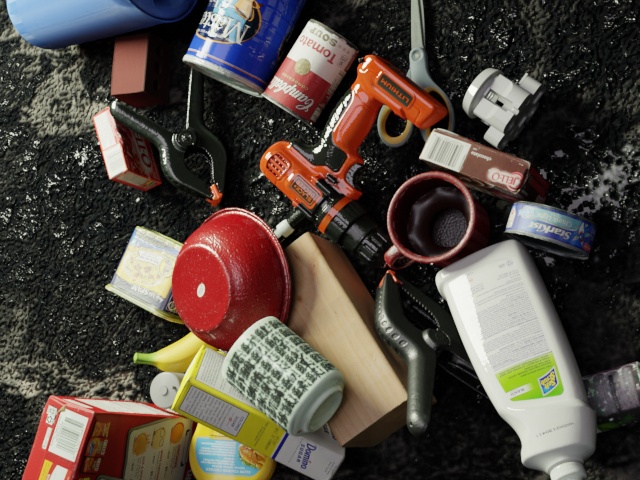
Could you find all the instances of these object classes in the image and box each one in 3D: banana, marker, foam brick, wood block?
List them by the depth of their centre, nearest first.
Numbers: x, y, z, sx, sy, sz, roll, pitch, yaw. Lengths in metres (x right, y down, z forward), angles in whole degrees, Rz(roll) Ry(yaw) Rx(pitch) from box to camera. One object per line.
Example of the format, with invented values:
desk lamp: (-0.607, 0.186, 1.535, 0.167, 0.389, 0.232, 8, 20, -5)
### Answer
wood block: (0.021, 0.105, 1.117, 0.090, 0.090, 0.206, -38, 67, 15)
banana: (-0.122, 0.085, 1.205, 0.198, 0.069, 0.037, -48, 33, 6)
marker: (-0.058, 0.001, 1.213, 0.121, 0.020, 0.020, -39, 67, 14)
foam brick: (-0.219, -0.209, 1.310, 0.051, 0.053, 0.078, -2, 80, 25)

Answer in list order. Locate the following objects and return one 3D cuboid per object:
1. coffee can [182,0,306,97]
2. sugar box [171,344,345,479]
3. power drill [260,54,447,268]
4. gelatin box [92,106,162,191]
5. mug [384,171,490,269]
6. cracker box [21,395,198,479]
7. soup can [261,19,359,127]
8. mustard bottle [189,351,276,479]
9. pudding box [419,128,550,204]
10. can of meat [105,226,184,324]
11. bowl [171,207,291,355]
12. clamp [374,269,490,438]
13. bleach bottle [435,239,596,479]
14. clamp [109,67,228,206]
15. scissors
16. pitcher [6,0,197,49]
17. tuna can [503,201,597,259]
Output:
coffee can: (-0.083, -0.249, 1.225, 0.103, 0.102, 0.140, 24, 91, 27)
sugar box: (-0.059, 0.177, 1.096, 0.176, 0.093, 0.048, 29, 108, -6)
power drill: (0.049, -0.088, 1.141, 0.184, 0.057, 0.188, 42, 104, 11)
gelatin box: (-0.232, -0.110, 1.286, 0.030, 0.073, 0.089, -26, 70, 20)
mug: (0.117, -0.009, 1.097, 0.117, 0.081, 0.093, -42, 66, 13)
cracker box: (-0.223, 0.255, 1.136, 0.072, 0.213, 0.164, 15, 87, 28)
soup can: (-0.011, -0.188, 1.199, 0.069, 0.068, 0.102, 35, 96, 26)
mustard bottle: (-0.094, 0.219, 1.167, 0.096, 0.058, 0.191, 3, 82, 7)
pudding box: (0.168, -0.069, 1.080, 0.114, 0.090, 0.039, 26, 90, 28)
can of meat: (-0.189, 0.039, 1.248, 0.102, 0.057, 0.084, 24, 89, 27)
bowl: (-0.106, 0.047, 1.115, 0.162, 0.055, 0.162, 5, 97, 42)
clamp: (0.121, 0.113, 1.069, 0.036, 0.164, 0.210, -60, 38, 32)
bleach bottle: (0.189, 0.123, 1.004, 0.103, 0.068, 0.251, -27, 50, 17)
clamp: (-0.154, -0.125, 1.257, 0.120, 0.039, 0.171, -37, 87, -9)
scissors: (0.093, -0.188, 1.179, 0.096, 0.016, 0.202, -22, 72, 20)
pitcher: (-0.263, -0.309, 1.295, 0.243, 0.149, 0.145, -6, 69, 42)
tuna can: (0.225, -0.010, 1.045, 0.086, 0.086, 0.034, 16, 86, 27)
